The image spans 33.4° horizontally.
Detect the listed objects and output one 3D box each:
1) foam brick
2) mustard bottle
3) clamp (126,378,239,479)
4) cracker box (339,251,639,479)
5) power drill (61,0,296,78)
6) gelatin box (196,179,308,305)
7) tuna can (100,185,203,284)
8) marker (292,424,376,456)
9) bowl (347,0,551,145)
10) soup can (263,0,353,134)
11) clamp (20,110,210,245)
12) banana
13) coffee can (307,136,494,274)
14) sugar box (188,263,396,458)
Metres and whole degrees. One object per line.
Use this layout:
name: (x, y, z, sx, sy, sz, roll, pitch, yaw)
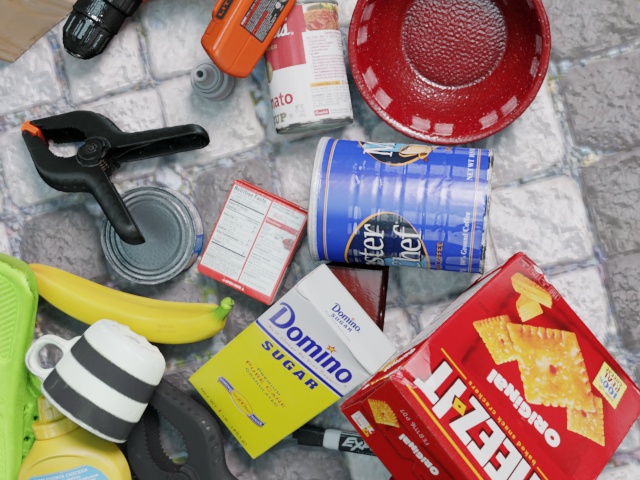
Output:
foam brick: (0.028, 0.059, 0.903, 0.051, 0.053, 0.078, 6, 94, 8)
mustard bottle: (-0.208, 0.223, 0.920, 0.096, 0.058, 0.191, -14, 97, 10)
clamp: (-0.103, 0.209, 0.930, 0.165, 0.036, 0.210, -23, 86, 23)
cracker box: (0.140, 0.125, 0.811, 0.164, 0.213, 0.072, 51, 134, 3)
power drill: (-0.117, -0.204, 0.876, 0.188, 0.057, 0.184, 34, 95, 32)
gelatin box: (-0.056, 0.001, 0.925, 0.073, 0.030, 0.089, 25, 96, 8)
tuna can: (-0.147, -0.005, 0.937, 0.086, 0.033, 0.086, 0, 93, 9)
marker: (0.035, 0.176, 0.924, 0.121, 0.020, 0.020, 7, 94, 8)
bowl: (0.106, -0.162, 0.867, 0.162, 0.055, 0.162, 5, 111, 12)
soup can: (-0.012, -0.144, 0.892, 0.068, 0.068, 0.102, -8, 92, 9)
clamp: (-0.190, -0.060, 0.916, 0.172, 0.039, 0.120, 11, 57, 22)
banana: (-0.162, 0.057, 0.931, 0.198, 0.037, 0.069, 7, 130, 14)
coffee can: (0.066, -0.028, 0.868, 0.140, 0.102, 0.103, 5, 93, 8)
sugar box: (-0.027, 0.103, 0.874, 0.093, 0.048, 0.177, 49, 134, 3)
